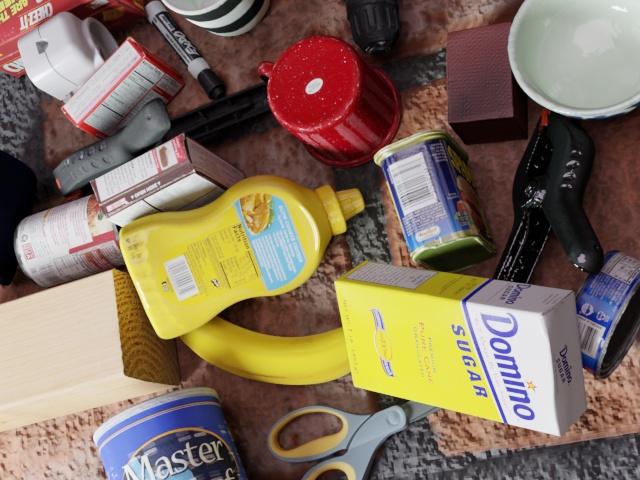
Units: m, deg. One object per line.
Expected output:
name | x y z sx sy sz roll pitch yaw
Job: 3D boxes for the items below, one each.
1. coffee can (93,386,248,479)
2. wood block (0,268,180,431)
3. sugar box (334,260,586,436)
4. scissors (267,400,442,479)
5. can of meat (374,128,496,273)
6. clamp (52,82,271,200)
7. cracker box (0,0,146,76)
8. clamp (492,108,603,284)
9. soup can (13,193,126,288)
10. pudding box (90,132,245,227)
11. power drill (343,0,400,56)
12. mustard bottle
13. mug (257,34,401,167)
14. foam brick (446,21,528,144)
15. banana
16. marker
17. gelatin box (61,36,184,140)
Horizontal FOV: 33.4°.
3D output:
coffee can | -0.104 0.198 0.820 0.103 0.102 0.140 -29 69 14
wood block | -0.234 0.100 0.904 0.206 0.090 0.091 -17 72 19
sugar box | 0.095 0.072 0.751 0.177 0.048 0.093 8 118 43
scissors | 0.054 0.156 0.812 0.202 0.016 0.096 -11 75 20
can of meat | 0.088 -0.025 0.793 0.057 0.102 0.084 -21 73 16
clamp | -0.144 -0.084 0.907 0.210 0.164 0.036 -22 89 40
cracker box | -0.257 -0.284 1.006 0.164 0.072 0.214 -19 72 25
clamp | 0.167 -0.026 0.757 0.120 0.039 0.171 -25 46 58
soup can | -0.205 -0.003 0.927 0.102 0.068 0.068 -17 72 19
pudding box | -0.119 -0.039 0.875 0.090 0.113 0.039 -26 71 14
power drill | -0.026 -0.238 0.858 0.057 0.187 0.184 -38 56 57
mustard bottle | -0.056 0.001 0.849 0.191 0.058 0.096 -21 106 -5
mug | -0.001 -0.119 0.861 0.117 0.081 0.093 29 90 25
foam brick | 0.129 -0.120 0.824 0.053 0.051 0.078 -4 76 23
banana | -0.041 0.082 0.860 0.198 0.037 0.069 1 52 20
marker | -0.121 -0.170 0.958 0.020 0.020 0.121 -42 66 9
gelatin box | -0.172 -0.128 0.939 0.089 0.073 0.030 -45 66 7
